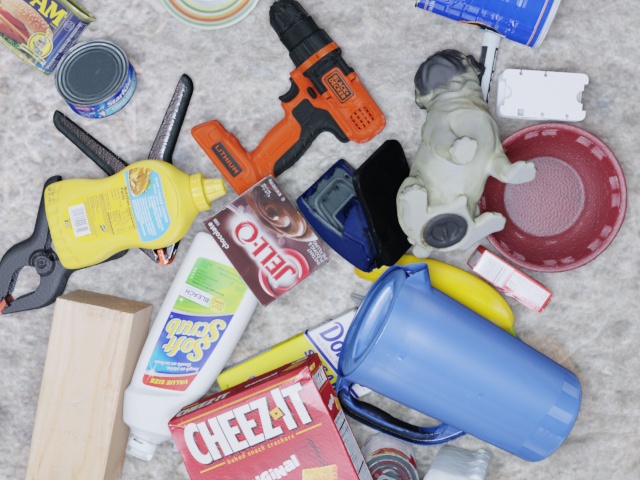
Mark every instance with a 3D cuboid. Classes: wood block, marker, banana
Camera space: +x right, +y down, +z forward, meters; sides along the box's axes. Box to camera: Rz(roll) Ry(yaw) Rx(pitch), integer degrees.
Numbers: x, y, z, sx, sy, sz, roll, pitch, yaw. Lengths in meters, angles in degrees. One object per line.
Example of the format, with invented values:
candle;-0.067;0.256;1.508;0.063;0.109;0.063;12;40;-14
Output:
wood block;-0.259;0.167;1.194;0.090;0.091;0.206;12;95;3
marker;0.179;-0.169;1.179;0.020;0.020;0.121;10;94;3
banana;0.131;0.054;1.168;0.198;0.037;0.070;26;126;10

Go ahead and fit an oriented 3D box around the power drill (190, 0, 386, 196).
power drill;-0.048;-0.148;1.176;0.188;0.057;0.184;-37;91;5

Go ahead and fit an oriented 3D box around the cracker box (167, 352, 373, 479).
cracker box;-0.038;0.247;1.097;0.164;0.072;0.214;-24;92;10

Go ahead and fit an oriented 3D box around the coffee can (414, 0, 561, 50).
coffee can;0.183;-0.273;1.130;0.140;0.103;0.103;20;95;2

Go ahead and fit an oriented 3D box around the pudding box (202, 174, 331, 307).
pudding box;-0.057;0.001;1.133;0.090;0.039;0.113;-37;90;-8

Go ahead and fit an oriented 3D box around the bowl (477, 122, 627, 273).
bowl;0.248;-0.047;1.165;0.162;0.055;0.162;0;94;4

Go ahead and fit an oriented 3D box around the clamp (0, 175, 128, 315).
clamp;-0.315;0.012;1.214;0.171;0.039;0.120;-37;88;5

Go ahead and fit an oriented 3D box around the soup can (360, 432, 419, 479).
soup can;0.073;0.254;1.173;0.068;0.102;0.068;0;94;3

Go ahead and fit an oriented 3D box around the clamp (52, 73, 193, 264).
clamp;-0.192;-0.078;1.201;0.164;0.036;0.210;-22;88;5

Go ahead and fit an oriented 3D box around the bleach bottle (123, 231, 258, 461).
bleach bottle;-0.141;0.122;1.171;0.102;0.068;0.251;23;83;2

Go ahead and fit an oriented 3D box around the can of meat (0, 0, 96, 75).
can of meat;-0.317;-0.247;1.188;0.102;0.057;0.084;40;98;1

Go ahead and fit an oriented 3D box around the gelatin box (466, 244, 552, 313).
gelatin box;0.206;0.042;1.165;0.089;0.073;0.030;33;96;0

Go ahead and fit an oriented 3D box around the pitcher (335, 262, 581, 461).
pitcher;0.143;0.145;1.131;0.242;0.149;0.145;29;62;-10

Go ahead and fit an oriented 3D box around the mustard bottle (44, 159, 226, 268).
mustard bottle;-0.195;-0.036;1.153;0.192;0.058;0.096;-14;88;7

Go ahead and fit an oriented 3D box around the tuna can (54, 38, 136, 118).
tuna can;-0.248;-0.179;1.182;0.086;0.033;0.086;-4;67;9

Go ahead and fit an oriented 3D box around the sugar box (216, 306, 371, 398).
sugar box;-0.018;0.153;1.201;0.176;0.048;0.093;-27;91;6
